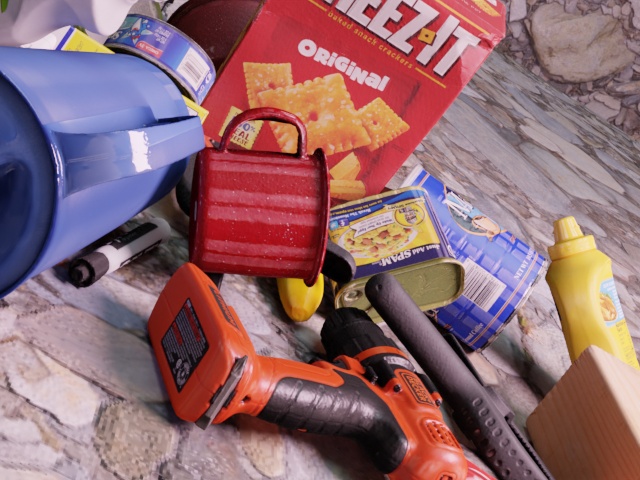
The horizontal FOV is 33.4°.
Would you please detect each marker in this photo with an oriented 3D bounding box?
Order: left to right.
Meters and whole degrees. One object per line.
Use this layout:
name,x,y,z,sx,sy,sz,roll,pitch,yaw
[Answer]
marker,-0.129,0.007,0.692,0.020,0.020,0.121,37,20,4

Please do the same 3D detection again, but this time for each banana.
banana,-0.042,-0.004,0.837,0.069,0.037,0.198,-11,44,-34

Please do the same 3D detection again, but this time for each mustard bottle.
mustard bottle,0.238,0.073,0.928,0.096,0.058,0.191,-7,81,-63

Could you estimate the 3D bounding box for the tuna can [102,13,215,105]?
tuna can,-0.123,-0.132,0.807,0.086,0.033,0.086,26,-18,9

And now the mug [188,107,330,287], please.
mug,-0.041,-0.029,0.693,0.081,0.117,0.093,4,21,-11

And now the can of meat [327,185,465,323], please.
can of meat,0.051,0.011,0.829,0.102,0.057,0.084,-15,52,-5

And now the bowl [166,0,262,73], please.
bowl,-0.071,-0.136,0.933,0.162,0.162,0.055,29,40,-15

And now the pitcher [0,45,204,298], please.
pitcher,-0.152,-0.052,0.621,0.149,0.145,0.242,37,17,4

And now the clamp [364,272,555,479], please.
clamp,0.116,0.123,0.768,0.210,0.036,0.164,54,7,25

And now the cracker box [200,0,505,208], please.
cracker box,0.016,-0.133,0.838,0.164,0.214,0.072,30,32,-13

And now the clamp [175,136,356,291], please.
clamp,-0.049,-0.018,0.790,0.120,0.039,0.171,4,41,-26

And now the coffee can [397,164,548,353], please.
coffee can,0.110,0.016,0.926,0.140,0.103,0.102,36,20,3

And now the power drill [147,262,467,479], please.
power drill,-0.011,0.077,0.665,0.187,0.057,0.184,22,18,-30
